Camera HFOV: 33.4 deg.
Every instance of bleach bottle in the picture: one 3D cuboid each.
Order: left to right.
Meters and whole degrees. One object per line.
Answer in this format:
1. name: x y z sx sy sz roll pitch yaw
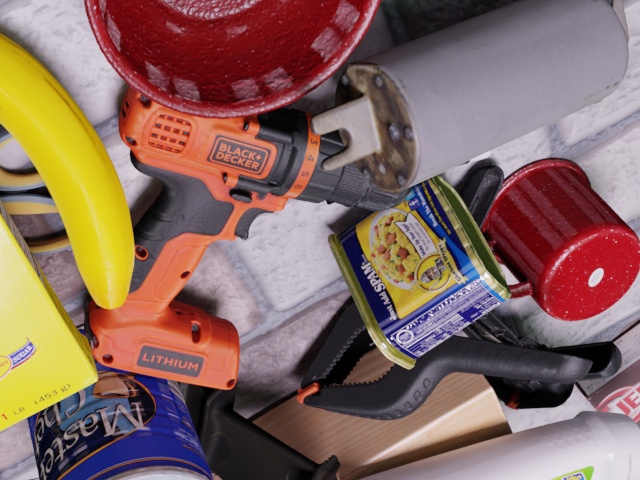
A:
1. bleach bottle: 0.138 0.184 0.765 0.250 0.068 0.102 -14 130 -18

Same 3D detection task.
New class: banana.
1. banana: -0.153 -0.050 0.571 0.070 0.037 0.197 -33 110 19

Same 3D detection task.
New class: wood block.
1. wood block: 0.030 0.157 0.797 0.206 0.091 0.090 -31 132 -1

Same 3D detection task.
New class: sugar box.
1. sugar box: -0.189 0.019 0.527 0.093 0.048 0.176 -28 128 -8

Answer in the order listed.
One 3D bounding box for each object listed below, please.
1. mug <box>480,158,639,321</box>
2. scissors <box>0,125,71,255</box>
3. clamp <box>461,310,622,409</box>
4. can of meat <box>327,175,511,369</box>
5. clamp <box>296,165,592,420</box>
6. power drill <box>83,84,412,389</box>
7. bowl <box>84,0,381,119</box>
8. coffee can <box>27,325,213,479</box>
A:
1. mug: 0.160 0.007 0.749 0.117 0.081 0.093 -20 130 -10
2. scissors: -0.222 -0.033 0.590 0.201 0.016 0.096 8 119 -29
3. clamp: 0.162 0.094 0.795 0.039 0.120 0.171 -61 156 -16
4. can of meat: 0.064 0.017 0.690 0.084 0.102 0.057 -35 144 16
5. clamp: 0.074 0.069 0.723 0.210 0.165 0.036 -40 142 20
6. power drill: -0.054 0.001 0.657 0.184 0.057 0.188 15 115 -21
7. bowl: -0.048 -0.147 0.558 0.162 0.055 0.162 -12 128 -16
8. coffee can: -0.128 0.134 0.674 0.102 0.140 0.103 -12 128 -16
